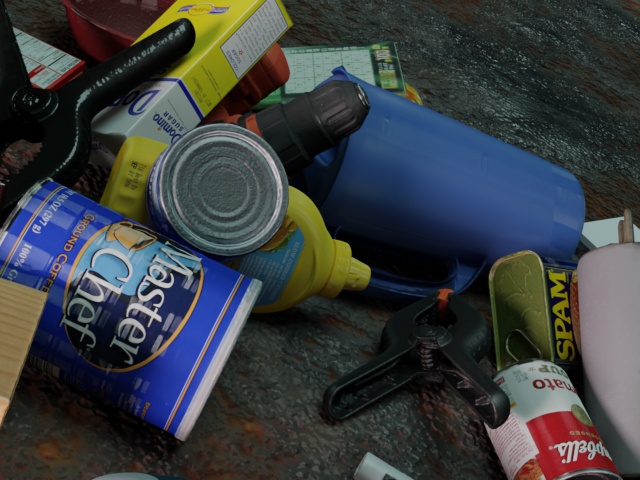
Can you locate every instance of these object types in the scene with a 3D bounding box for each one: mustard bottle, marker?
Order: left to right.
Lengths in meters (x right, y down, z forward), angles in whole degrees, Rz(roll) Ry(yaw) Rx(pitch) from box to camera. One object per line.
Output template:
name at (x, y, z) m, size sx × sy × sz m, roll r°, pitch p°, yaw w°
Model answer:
mustard bottle at (-0.055, 0.001, 0.727) m, size 0.191 × 0.096 × 0.058 m, roll 17°, pitch 27°, yaw -17°
marker at (0.077, 0.170, 0.660) m, size 0.121 × 0.020 × 0.020 m, roll 30°, pitch 32°, yaw 4°

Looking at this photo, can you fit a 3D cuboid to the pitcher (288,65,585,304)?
pitcher at (0.091, -0.031, 0.870) m, size 0.242 × 0.149 × 0.145 m, roll 17°, pitch 15°, yaw -23°

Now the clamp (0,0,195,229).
clamp at (-0.181, -0.088, 0.727) m, size 0.164 × 0.036 × 0.210 m, roll 4°, pitch 58°, yaw 9°

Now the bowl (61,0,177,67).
bowl at (-0.154, -0.177, 0.934) m, size 0.162 × 0.055 × 0.162 m, roll 16°, pitch 28°, yaw -9°

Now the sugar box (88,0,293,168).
sugar box at (-0.110, -0.127, 0.803) m, size 0.093 × 0.048 × 0.176 m, roll 14°, pitch 53°, yaw 42°

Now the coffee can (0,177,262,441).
coffee can at (-0.118, 0.040, 0.619) m, size 0.140 × 0.103 × 0.102 m, roll 26°, pitch 32°, yaw -2°

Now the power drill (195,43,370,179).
power drill at (-0.056, -0.095, 0.811) m, size 0.057 × 0.184 × 0.187 m, roll 58°, pitch 11°, yaw -29°

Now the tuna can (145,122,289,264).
tuna can at (-0.063, -0.029, 0.663) m, size 0.086 × 0.034 × 0.086 m, roll 3°, pitch 81°, yaw -21°

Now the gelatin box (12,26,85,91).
gelatin box at (-0.242, -0.137, 0.845) m, size 0.089 × 0.030 × 0.073 m, roll 27°, pitch 31°, yaw 0°

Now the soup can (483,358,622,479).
soup can at (0.153, 0.138, 0.717) m, size 0.068 × 0.069 × 0.102 m, roll 12°, pitch 34°, yaw -23°

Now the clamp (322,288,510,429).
clamp at (0.067, 0.082, 0.745) m, size 0.120 × 0.039 × 0.171 m, roll 3°, pitch 19°, yaw 5°

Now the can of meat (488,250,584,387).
can of meat at (0.183, 0.064, 0.828) m, size 0.083 × 0.058 × 0.102 m, roll 8°, pitch 71°, yaw -35°
